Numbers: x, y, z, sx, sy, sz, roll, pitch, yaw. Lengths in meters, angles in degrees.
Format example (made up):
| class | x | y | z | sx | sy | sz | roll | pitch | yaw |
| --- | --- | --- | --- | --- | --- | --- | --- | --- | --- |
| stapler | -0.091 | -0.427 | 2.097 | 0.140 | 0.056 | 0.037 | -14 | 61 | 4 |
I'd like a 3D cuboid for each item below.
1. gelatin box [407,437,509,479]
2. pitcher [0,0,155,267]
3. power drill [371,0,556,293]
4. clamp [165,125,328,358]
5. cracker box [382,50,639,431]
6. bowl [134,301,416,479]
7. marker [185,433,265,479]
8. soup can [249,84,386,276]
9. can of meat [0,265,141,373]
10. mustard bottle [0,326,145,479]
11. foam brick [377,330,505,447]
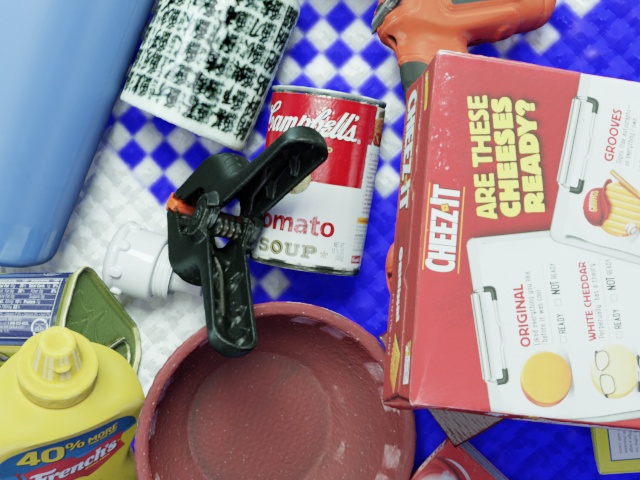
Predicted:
| class | x | y | z | sx | sy | sz | roll | pitch | yaw |
| --- | --- | --- | --- | --- | --- | --- | --- | --- | --- |
| gelatin box | 0.086 | 0.168 | 0.624 | 0.089 | 0.030 | 0.073 | 43 | 99 | 9 |
| pitcher | -0.182 | -0.116 | 0.643 | 0.145 | 0.149 | 0.243 | 20 | 98 | -3 |
| power drill | 0.112 | -0.058 | 0.586 | 0.184 | 0.057 | 0.187 | -9 | 80 | -15 |
| clamp | -0.054 | 0.001 | 0.588 | 0.039 | 0.172 | 0.120 | 27 | 79 | -20 |
| cracker box | 0.144 | 0.010 | 0.516 | 0.213 | 0.072 | 0.164 | 7 | 79 | -8 |
| bowl | -0.029 | 0.113 | 0.619 | 0.162 | 0.055 | 0.162 | -1 | 93 | -15 |
| marker | -0.087 | 0.151 | 0.644 | 0.121 | 0.020 | 0.020 | -28 | 84 | -16 |
| soup can | -0.002 | -0.035 | 0.624 | 0.068 | 0.068 | 0.102 | 9 | 93 | 12 |
| can of meat | -0.168 | 0.060 | 0.646 | 0.084 | 0.102 | 0.057 | -1 | 58 | 15 |
| mustard bottle | -0.145 | 0.106 | 0.592 | 0.096 | 0.192 | 0.058 | -16 | 58 | -24 |
| foam brick | 0.079 | 0.071 | 0.614 | 0.051 | 0.053 | 0.078 | -36 | 82 | 10 |
